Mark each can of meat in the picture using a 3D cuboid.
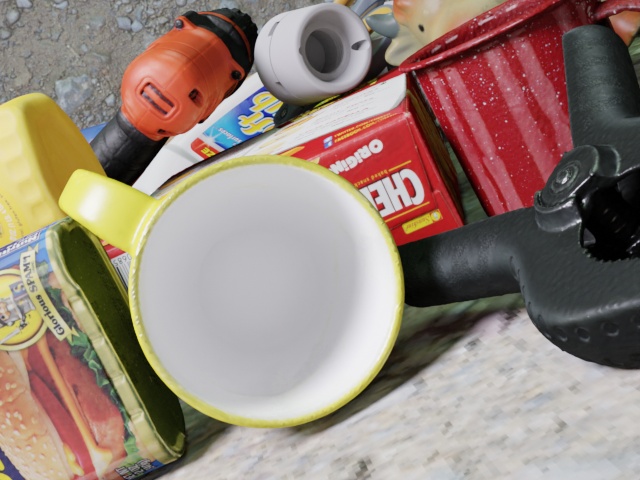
[{"bbox_3d":[-0.107,0.052,0.393,0.084,0.102,0.057,-25,11,5],"label":"can of meat"}]

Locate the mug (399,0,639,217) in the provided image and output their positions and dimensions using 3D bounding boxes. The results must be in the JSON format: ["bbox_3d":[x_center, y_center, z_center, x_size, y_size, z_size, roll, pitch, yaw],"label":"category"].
[{"bbox_3d":[0.102,-0.063,0.451,0.117,0.081,0.093,-19,15,38],"label":"mug"}]

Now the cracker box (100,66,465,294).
[{"bbox_3d":[-0.013,-0.019,0.555,0.164,0.072,0.213,-24,11,10],"label":"cracker box"}]

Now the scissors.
[{"bbox_3d":[-0.008,-0.081,0.677,0.202,0.016,0.096,-60,32,5],"label":"scissors"}]

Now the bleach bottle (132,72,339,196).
[{"bbox_3d":[-0.044,-0.063,0.791,0.250,0.102,0.068,-42,-1,-28],"label":"bleach bottle"}]

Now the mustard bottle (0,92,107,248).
[{"bbox_3d":[-0.202,0.001,0.569,0.192,0.096,0.058,-22,14,24],"label":"mustard bottle"}]

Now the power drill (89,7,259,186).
[{"bbox_3d":[-0.114,-0.060,0.644,0.188,0.057,0.184,-47,6,21],"label":"power drill"}]
